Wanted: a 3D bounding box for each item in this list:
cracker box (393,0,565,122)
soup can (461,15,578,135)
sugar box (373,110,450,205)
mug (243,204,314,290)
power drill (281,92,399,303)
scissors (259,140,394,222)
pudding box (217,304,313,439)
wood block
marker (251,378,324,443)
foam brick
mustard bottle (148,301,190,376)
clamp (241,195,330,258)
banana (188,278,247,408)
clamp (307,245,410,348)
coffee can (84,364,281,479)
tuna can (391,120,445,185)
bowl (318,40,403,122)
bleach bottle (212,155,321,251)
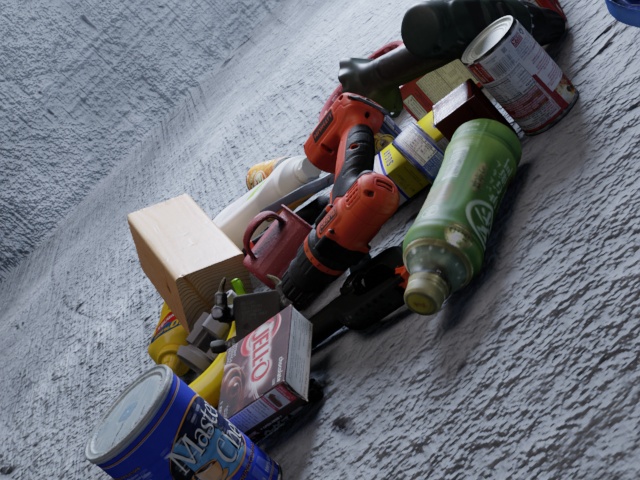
[{"bbox_3d":[0.188,-0.254,1.325,0.214,0.072,0.164,-38,20,21],"label":"cracker box"},{"bbox_3d":[0.197,-0.163,1.059,0.069,0.102,0.068,-41,19,17],"label":"soup can"},{"bbox_3d":[0.108,-0.094,1.199,0.176,0.048,0.093,-36,18,24],"label":"sugar box"},{"bbox_3d":[-0.040,0.014,1.192,0.081,0.117,0.093,-51,39,-1],"label":"mug"},{"bbox_3d":[0.017,-0.046,1.099,0.185,0.057,0.187,-48,30,39],"label":"power drill"},{"bbox_3d":[0.008,-0.070,1.286,0.201,0.016,0.096,-29,-2,-25],"label":"scissors"},{"bbox_3d":[-0.052,0.126,1.011,0.090,0.039,0.113,-38,28,25],"label":"pudding box"},{"bbox_3d":[-0.164,0.028,1.336,0.090,0.091,0.206,-21,31,-17],"label":"wood block"},{"bbox_3d":[-0.043,0.168,1.012,0.121,0.020,0.020,-39,19,20],"label":"marker"},{"bbox_3d":[0.158,-0.114,1.082,0.053,0.078,0.051,-37,19,20],"label":"foam brick"},{"bbox_3d":[-0.173,0.113,1.357,0.096,0.058,0.191,-31,22,20],"label":"mustard bottle"},{"bbox_3d":[-0.059,0.002,1.320,0.120,0.039,0.171,-45,-7,31],"label":"clamp"},{"bbox_3d":[-0.118,0.140,1.170,0.197,0.070,0.037,-57,-14,-15],"label":"banana"},{"bbox_3d":[0.032,0.059,1.051,0.164,0.036,0.210,-53,15,-17],"label":"clamp"},{"bbox_3d":[-0.119,0.191,0.931,0.103,0.140,0.103,-40,18,16],"label":"coffee can"},{"bbox_3d":[0.113,-0.082,1.097,0.034,0.086,0.086,-46,18,6],"label":"tuna can"},{"bbox_3d":[0.073,-0.206,1.503,0.162,0.055,0.162,-40,19,16],"label":"bowl"},{"bbox_3d":[-0.073,-0.043,1.397,0.102,0.068,0.251,-54,11,-33],"label":"bleach bottle"}]
